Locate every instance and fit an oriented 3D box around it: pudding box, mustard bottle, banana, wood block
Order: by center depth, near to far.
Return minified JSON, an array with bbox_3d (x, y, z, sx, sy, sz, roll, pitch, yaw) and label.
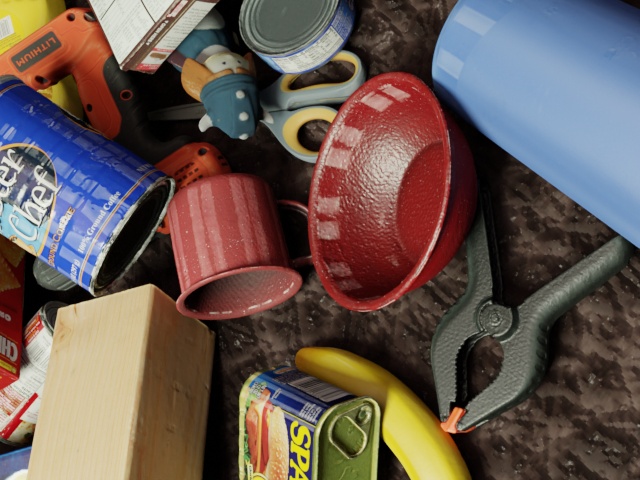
[{"bbox_3d":[0.052,0.138,0.723,0.070,0.037,0.198,-40,65,16],"label":"banana"},{"bbox_3d":[-0.142,0.149,0.759,0.091,0.090,0.206,-16,53,25],"label":"wood block"},{"bbox_3d":[-0.134,-0.196,0.795,0.090,0.039,0.113,-40,67,35],"label":"pudding box"},{"bbox_3d":[-0.251,-0.119,0.921,0.096,0.058,0.191,-22,71,23],"label":"mustard bottle"}]

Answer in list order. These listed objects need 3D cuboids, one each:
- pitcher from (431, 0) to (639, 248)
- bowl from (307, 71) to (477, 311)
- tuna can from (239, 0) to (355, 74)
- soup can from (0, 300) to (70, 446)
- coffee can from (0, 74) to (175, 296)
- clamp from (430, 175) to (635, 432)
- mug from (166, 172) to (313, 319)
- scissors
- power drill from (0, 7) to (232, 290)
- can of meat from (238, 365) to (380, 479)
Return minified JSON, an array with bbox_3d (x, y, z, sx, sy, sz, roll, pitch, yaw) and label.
[{"bbox_3d":[0.195,-0.080,0.644,0.243,0.148,0.145,39,121,31],"label":"pitcher"},{"bbox_3d":[0.056,-0.030,0.720,0.162,0.055,0.162,-21,65,55],"label":"bowl"},{"bbox_3d":[-0.017,-0.170,0.809,0.086,0.033,0.086,-12,63,25],"label":"tuna can"},{"bbox_3d":[-0.228,0.107,0.862,0.102,0.068,0.068,-47,63,13],"label":"soup can"},{"bbox_3d":[-0.191,-0.040,0.767,0.140,0.102,0.103,33,97,4],"label":"coffee can"},{"bbox_3d":[0.130,0.050,0.697,0.120,0.039,0.171,15,91,36],"label":"clamp"},{"bbox_3d":[-0.055,0.001,0.785,0.117,0.093,0.081,-12,67,-6],"label":"mug"},{"bbox_3d":[-0.053,-0.089,0.831,0.202,0.016,0.096,-18,68,24],"label":"scissors"},{"bbox_3d":[-0.186,-0.073,0.845,0.184,0.057,0.187,-31,92,11],"label":"power drill"},{"bbox_3d":[-0.010,0.143,0.724,0.084,0.057,0.102,18,112,45],"label":"can of meat"}]
